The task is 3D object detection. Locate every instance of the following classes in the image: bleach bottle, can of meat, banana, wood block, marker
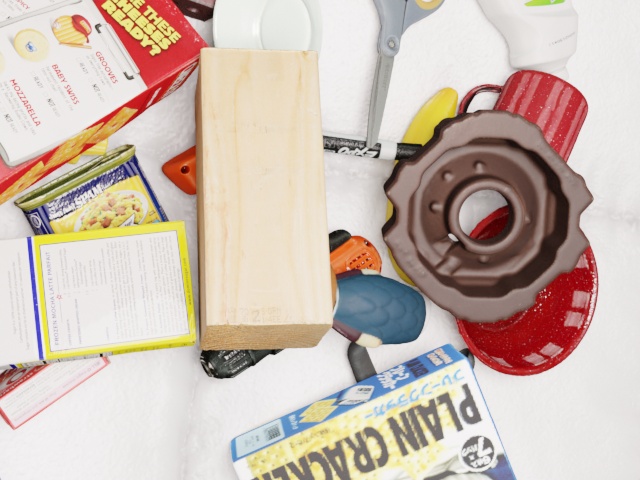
[{"bbox_3d":[0.173,-0.252,0.980,0.102,0.068,0.251,-26,105,-20],"label":"bleach bottle"},{"bbox_3d":[-0.175,-0.016,0.844,0.102,0.058,0.084,-31,106,-18],"label":"can of meat"},{"bbox_3d":[0.091,-0.043,0.971,0.069,0.037,0.198,0,95,-49],"label":"banana"},{"bbox_3d":[-0.045,-0.028,0.791,0.090,0.091,0.206,0,73,-9],"label":"wood block"},{"bbox_3d":[0.033,-0.082,0.929,0.121,0.020,0.020,8,89,-4],"label":"marker"}]

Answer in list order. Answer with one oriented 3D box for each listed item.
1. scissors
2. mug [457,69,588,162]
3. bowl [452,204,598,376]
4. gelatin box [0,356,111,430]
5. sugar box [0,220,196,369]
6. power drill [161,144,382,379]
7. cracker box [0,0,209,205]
[{"bbox_3d":[0.077,-0.178,0.949,0.096,0.016,0.202,1,83,-29],"label":"scissors"},{"bbox_3d":[0.184,-0.107,0.985,0.117,0.093,0.081,23,76,14],"label":"mug"},{"bbox_3d":[0.179,0.043,0.999,0.161,0.055,0.162,-1,93,-23],"label":"bowl"},{"bbox_3d":[-0.212,0.103,0.824,0.089,0.073,0.030,-36,106,-18],"label":"gelatin box"},{"bbox_3d":[-0.182,0.042,0.782,0.176,0.048,0.093,-6,80,-9],"label":"sugar box"},{"bbox_3d":[-0.056,0.001,0.897,0.184,0.057,0.187,-35,108,-22],"label":"power drill"},{"bbox_3d":[-0.212,-0.138,0.765,0.164,0.072,0.213,50,53,-2],"label":"cracker box"}]
